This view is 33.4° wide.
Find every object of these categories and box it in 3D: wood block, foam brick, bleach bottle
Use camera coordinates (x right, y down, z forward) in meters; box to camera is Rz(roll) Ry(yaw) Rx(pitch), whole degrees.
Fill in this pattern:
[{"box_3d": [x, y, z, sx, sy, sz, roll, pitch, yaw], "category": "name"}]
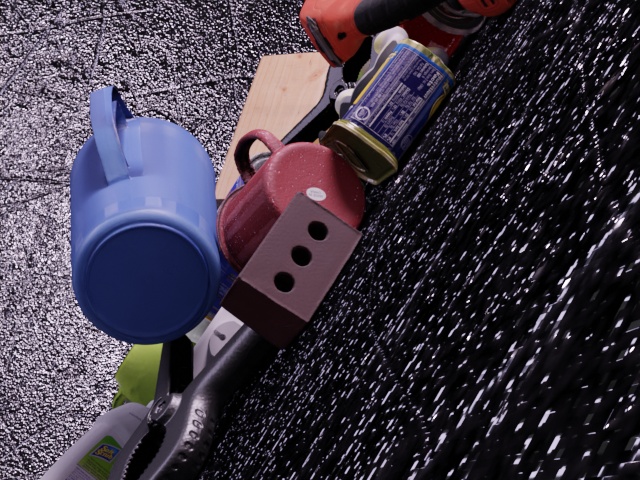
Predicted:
[{"box_3d": [-0.037, -0.097, 1.151, 0.090, 0.090, 0.206, 65, -147, -49], "category": "wood block"}, {"box_3d": [-0.019, 0.019, 0.685, 0.078, 0.053, 0.051, -58, 4, -30], "category": "foam brick"}, {"box_3d": [-0.194, 0.230, 0.920, 0.068, 0.102, 0.250, -43, 4, 44], "category": "bleach bottle"}]

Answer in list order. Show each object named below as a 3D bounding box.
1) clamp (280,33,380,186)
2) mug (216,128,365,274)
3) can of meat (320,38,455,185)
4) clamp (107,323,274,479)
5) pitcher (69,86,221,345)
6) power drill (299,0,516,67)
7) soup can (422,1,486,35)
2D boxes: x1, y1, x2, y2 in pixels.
[{"box_3d": [0.033, -0.128, 1.020, 0.039, 0.120, 0.171, 20, -77, -53], "category": "clamp"}, {"box_3d": [-0.025, -0.030, 0.784, 0.093, 0.117, 0.082, -22, -13, -34], "category": "mug"}, {"box_3d": [0.051, -0.095, 0.799, 0.084, 0.057, 0.102, -54, 3, -9], "category": "can of meat"}, {"box_3d": [-0.091, 0.119, 0.740, 0.165, 0.036, 0.209, -30, 27, 41], "category": "clamp"}, {"box_3d": [-0.148, -0.020, 0.873, 0.145, 0.149, 0.243, -60, 18, 13], "category": "pitcher"}, {"box_3d": [0.083, -0.217, 0.833, 0.188, 0.057, 0.184, -17, 34, 34], "category": "power drill"}, {"box_3d": [0.134, -0.237, 0.927, 0.102, 0.068, 0.069, -56, 3, -26], "category": "soup can"}]
